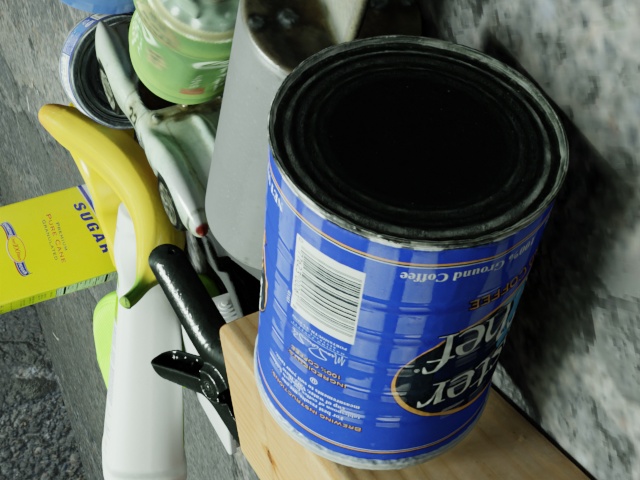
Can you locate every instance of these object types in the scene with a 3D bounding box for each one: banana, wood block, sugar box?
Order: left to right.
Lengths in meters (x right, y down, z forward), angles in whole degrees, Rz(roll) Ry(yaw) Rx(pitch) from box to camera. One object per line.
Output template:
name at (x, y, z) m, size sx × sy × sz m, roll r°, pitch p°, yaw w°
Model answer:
sugar box at (-0.239, 0.001, 1.006) m, size 0.048 × 0.176 × 0.093 m, roll 129°, pitch 121°, yaw -70°
banana at (-0.147, -0.039, 0.791) m, size 0.198 × 0.069 × 0.037 m, roll 59°, pitch 144°, yaw 31°
wood block at (0.036, 0.110, 0.494) m, size 0.206 × 0.090 × 0.091 m, roll 44°, pitch 147°, yaw 53°

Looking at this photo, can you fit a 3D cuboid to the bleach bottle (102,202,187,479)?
bleach bottle at (-0.139, 0.068, 0.860) m, size 0.103 × 0.068 × 0.251 m, roll -135°, pitch 47°, yaw -70°

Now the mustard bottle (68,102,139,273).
mustard bottle at (-0.174, -0.058, 0.908) m, size 0.191 × 0.058 × 0.096 m, roll 80°, pitch -179°, yaw -47°

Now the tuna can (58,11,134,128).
tuna can at (-0.147, -0.126, 0.786) m, size 0.034 × 0.086 × 0.086 m, roll 33°, pitch 137°, yaw 59°

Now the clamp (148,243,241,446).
clamp at (-0.064, 0.079, 0.703) m, size 0.172 × 0.039 × 0.120 m, roll 31°, pitch 141°, yaw 38°

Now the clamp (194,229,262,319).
clamp at (-0.055, 0.001, 0.719) m, size 0.210 × 0.036 × 0.165 m, roll 62°, pitch 159°, yaw 25°

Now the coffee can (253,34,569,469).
coffee can at (0.027, 0.009, 0.409) m, size 0.103 × 0.102 × 0.140 m, roll 58°, pitch 156°, yaw 35°
